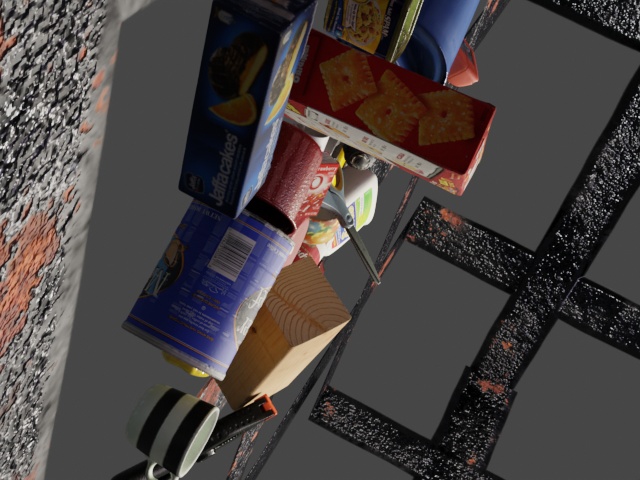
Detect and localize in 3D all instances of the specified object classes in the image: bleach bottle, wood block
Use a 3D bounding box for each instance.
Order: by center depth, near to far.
[{"bbox_3d":[-0.059,0.117,1.278,0.090,0.091,0.206,-24,164,-33],"label":"wood block"},{"bbox_3d":[0.012,-0.022,1.602,0.250,0.068,0.103,-48,152,-54],"label":"bleach bottle"}]

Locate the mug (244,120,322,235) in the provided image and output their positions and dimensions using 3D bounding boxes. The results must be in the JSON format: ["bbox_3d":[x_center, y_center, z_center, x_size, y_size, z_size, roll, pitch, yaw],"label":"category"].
[{"bbox_3d":[-0.055,-0.069,0.993,0.117,0.093,0.081,43,65,-44],"label":"mug"}]

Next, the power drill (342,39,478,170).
[{"bbox_3d":[0.103,-0.179,1.325,0.188,0.057,0.184,-31,-151,22],"label":"power drill"}]

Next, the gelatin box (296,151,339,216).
[{"bbox_3d":[-0.031,-0.062,1.183,0.089,0.030,0.073,-4,130,-41],"label":"gelatin box"}]

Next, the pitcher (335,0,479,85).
[{"bbox_3d":[0.123,-0.291,1.238,0.149,0.145,0.242,-20,-146,49],"label":"pitcher"}]

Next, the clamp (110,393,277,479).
[{"bbox_3d":[-0.150,0.252,1.295,0.210,0.036,0.164,-29,169,-10],"label":"clamp"}]

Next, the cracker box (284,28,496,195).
[{"bbox_3d":[0.045,-0.120,0.955,0.072,0.214,0.164,-64,172,0],"label":"cracker box"}]

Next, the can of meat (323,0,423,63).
[{"bbox_3d":[0.055,-0.241,1.090,0.057,0.084,0.102,-56,170,-40],"label":"can of meat"}]

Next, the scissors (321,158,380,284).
[{"bbox_3d":[0.018,-0.029,1.353,0.016,0.202,0.096,-16,-177,41],"label":"scissors"}]

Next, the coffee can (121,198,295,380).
[{"bbox_3d":[-0.100,0.040,0.959,0.140,0.103,0.103,-62,172,-8],"label":"coffee can"}]
